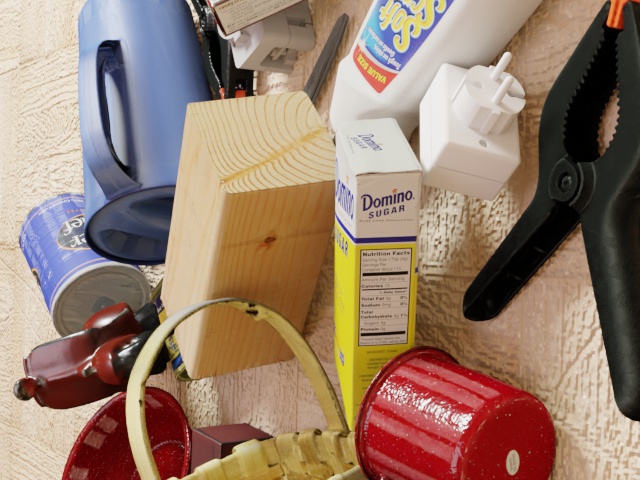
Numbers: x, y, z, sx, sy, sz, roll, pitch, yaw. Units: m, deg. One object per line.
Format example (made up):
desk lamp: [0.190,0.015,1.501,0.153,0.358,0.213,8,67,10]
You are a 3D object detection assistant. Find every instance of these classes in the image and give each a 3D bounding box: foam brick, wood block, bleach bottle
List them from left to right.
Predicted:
foam brick: [-0.074,0.197,0.886,0.053,0.051,0.078,11,98,56]
wood block: [-0.055,0.001,0.784,0.206,0.090,0.090,107,146,-46]
bleach bottle: [0.070,-0.128,0.666,0.251,0.068,0.102,-58,44,42]

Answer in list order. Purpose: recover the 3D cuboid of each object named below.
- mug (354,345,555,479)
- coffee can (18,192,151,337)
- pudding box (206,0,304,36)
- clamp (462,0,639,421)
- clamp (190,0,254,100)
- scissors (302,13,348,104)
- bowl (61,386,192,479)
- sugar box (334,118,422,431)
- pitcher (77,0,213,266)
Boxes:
mug: [0.073,0.124,0.613,0.117,0.093,0.082,-48,34,-19]
coffee can: [-0.247,0.029,1.112,0.140,0.102,0.103,51,130,45]
pudding box: [-0.040,-0.214,0.799,0.039,0.113,0.090,60,-175,-58]
clamp: [0.139,-0.025,0.577,0.165,0.036,0.210,18,101,63]
clamp: [-0.090,-0.194,0.938,0.120,0.039,0.171,152,113,-71]
scissors: [-0.029,-0.098,0.858,0.096,0.016,0.202,44,124,49]
bowl: [-0.160,0.215,0.957,0.162,0.055,0.162,-22,52,30]
sugar box: [0.032,0.021,0.669,0.093,0.048,0.176,-105,11,-64]
pitcher: [-0.156,-0.113,0.942,0.149,0.144,0.243,126,139,-53]
